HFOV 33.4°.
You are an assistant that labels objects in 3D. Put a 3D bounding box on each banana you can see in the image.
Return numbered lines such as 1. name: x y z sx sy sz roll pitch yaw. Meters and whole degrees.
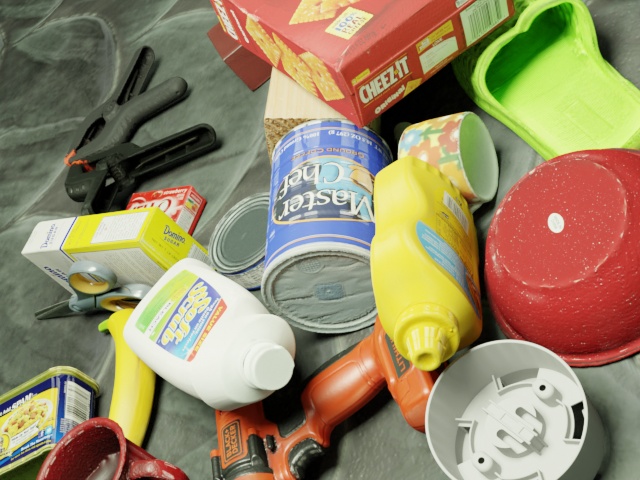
1. banana: -0.169 0.122 0.941 0.070 0.037 0.198 -59 27 30

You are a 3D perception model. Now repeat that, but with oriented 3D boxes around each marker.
1. marker: 0.074 -0.053 0.890 0.020 0.020 0.121 -25 42 23

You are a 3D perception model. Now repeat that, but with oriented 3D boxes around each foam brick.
1. foam brick: -0.079 -0.207 1.142 0.051 0.053 0.078 -39 37 7

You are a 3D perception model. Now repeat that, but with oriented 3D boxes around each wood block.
1. wood block: 0.009 -0.150 0.959 0.091 0.090 0.206 0 50 7

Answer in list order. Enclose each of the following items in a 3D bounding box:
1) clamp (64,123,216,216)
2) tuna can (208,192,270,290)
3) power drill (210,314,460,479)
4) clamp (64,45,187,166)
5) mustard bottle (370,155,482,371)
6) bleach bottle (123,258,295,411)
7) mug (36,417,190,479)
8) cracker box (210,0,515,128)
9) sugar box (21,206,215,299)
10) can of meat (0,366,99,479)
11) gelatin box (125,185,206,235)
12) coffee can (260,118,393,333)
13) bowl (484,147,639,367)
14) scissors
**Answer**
1. clamp: -0.207 -0.077 1.134 0.164 0.036 0.210 -35 22 -19
2. tuna can: -0.056 0.001 0.947 0.086 0.033 0.086 -24 42 24
3. power drill: 0.006 0.139 0.746 0.188 0.057 0.184 -32 40 15
4. clamp: -0.234 -0.153 1.243 0.171 0.039 0.120 -40 37 7
5. mustard bottle: 0.072 0.023 0.725 0.058 0.096 0.191 -29 24 21
6. bleach bottle: -0.076 0.072 0.812 0.102 0.068 0.251 -49 20 -14
7. mug: -0.150 0.192 0.819 0.117 0.081 0.093 -22 43 27
8. cracker box: 0.025 -0.202 0.875 0.164 0.072 0.214 -38 47 -12
9. sugar box: -0.191 0.016 1.008 0.177 0.093 0.048 -2 54 40
10. can of meat: -0.247 0.173 0.945 0.102 0.057 0.084 -28 43 21
11. gelatin box: -0.165 -0.015 1.062 0.089 0.030 0.073 -4 53 39
12. coffee can: 0.008 -0.012 0.846 0.103 0.102 0.140 -23 43 25
13. bowl: 0.169 -0.001 0.707 0.162 0.055 0.162 -20 55 30
14. scissors: -0.239 0.050 1.026 0.202 0.096 0.016 -4 56 35
